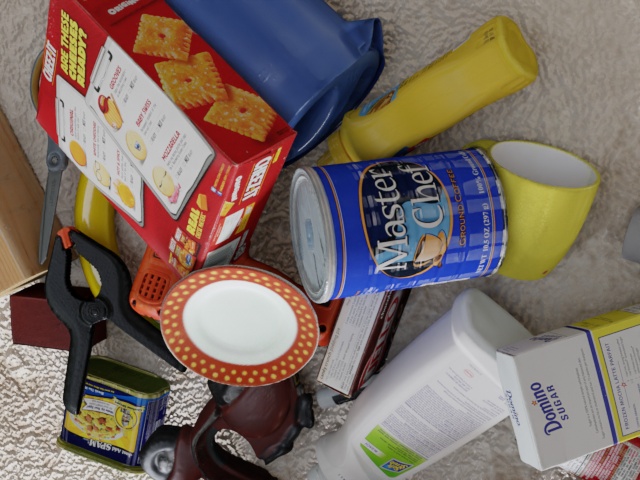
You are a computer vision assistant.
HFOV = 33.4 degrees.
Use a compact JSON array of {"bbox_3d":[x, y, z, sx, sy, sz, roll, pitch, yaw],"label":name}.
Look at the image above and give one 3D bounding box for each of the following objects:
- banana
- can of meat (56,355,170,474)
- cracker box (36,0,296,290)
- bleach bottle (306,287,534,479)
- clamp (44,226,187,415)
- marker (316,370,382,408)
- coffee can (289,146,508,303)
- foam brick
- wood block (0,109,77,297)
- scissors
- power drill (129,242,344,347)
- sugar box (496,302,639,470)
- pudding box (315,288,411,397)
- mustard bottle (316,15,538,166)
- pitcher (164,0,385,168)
[{"bbox_3d":[-0.198,0.004,1.013,0.069,0.037,0.198,-16,98,4],"label":"banana"},{"bbox_3d":[-0.200,0.168,1.037,0.102,0.057,0.084,16,105,16],"label":"can of meat"},{"bbox_3d":[-0.129,-0.092,0.844,0.214,0.072,0.164,46,142,16],"label":"cracker box"},{"bbox_3d":[0.071,0.148,0.911,0.102,0.068,0.251,40,123,-13],"label":"bleach bottle"},{"bbox_3d":[-0.212,0.073,0.982,0.120,0.039,0.171,-30,91,-8],"label":"clamp"},{"bbox_3d":[0.052,0.126,0.951,0.121,0.020,0.020,-20,95,24],"label":"marker"},{"bbox_3d":[0.057,-0.013,0.810,0.140,0.103,0.103,-8,101,-15],"label":"coffee can"},{"bbox_3d":[-0.255,0.074,1.039,0.078,0.053,0.051,5,104,20],"label":"foam brick"},{"bbox_3d":[-0.334,-0.048,1.021,0.091,0.090,0.206,-26,92,23],"label":"wood block"},{"bbox_3d":[-0.226,-0.084,0.985,0.096,0.016,0.202,-8,84,14],"label":"scissors"},{"bbox_3d":[-0.056,0.001,0.928,0.188,0.057,0.184,18,84,12],"label":"power drill"},{"bbox_3d":[0.228,0.103,0.817,0.176,0.048,0.093,-15,94,-10],"label":"sugar box"},{"bbox_3d":[0.042,0.066,0.904,0.039,0.090,0.113,21,108,15],"label":"pudding box"},{"bbox_3d":[0.077,-0.104,0.847,0.192,0.096,0.058,-30,98,24],"label":"mustard bottle"},{"bbox_3d":[-0.080,-0.175,0.877,0.243,0.149,0.145,46,158,9],"label":"pitcher"}]
